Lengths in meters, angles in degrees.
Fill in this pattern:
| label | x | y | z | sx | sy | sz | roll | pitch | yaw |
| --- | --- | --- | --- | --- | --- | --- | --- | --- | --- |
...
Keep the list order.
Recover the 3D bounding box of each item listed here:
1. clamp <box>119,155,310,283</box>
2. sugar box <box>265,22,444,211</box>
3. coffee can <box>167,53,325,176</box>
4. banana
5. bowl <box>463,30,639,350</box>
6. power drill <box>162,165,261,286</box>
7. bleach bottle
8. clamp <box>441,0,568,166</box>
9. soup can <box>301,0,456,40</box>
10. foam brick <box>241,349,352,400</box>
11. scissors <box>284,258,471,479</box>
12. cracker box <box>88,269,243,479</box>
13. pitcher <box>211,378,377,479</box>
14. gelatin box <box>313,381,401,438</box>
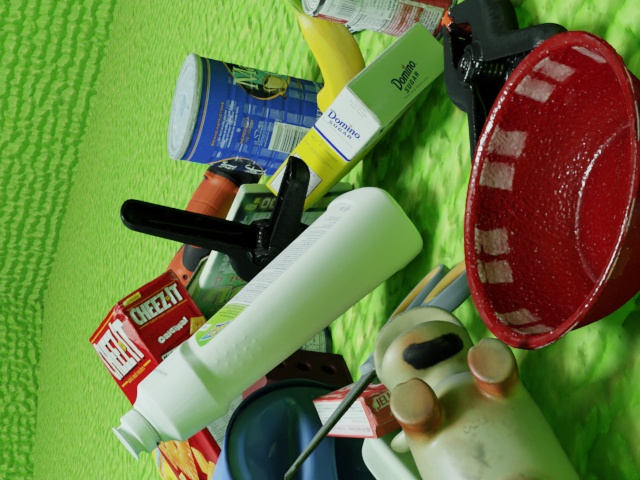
| label | x | y | z | sx | sy | sz | roll | pitch | yaw |
| --- | --- | --- | --- | --- | --- | --- | --- | --- | --- |
| clamp | -0.056 | 0.001 | 0.892 | 0.210 | 0.165 | 0.036 | 52 | -146 | -57 |
| sugar box | 0.027 | -0.090 | 0.836 | 0.093 | 0.048 | 0.176 | -44 | 3 | -29 |
| coffee can | -0.068 | -0.117 | 1.037 | 0.103 | 0.140 | 0.103 | -171 | 90 | -71 |
| banana | 0.012 | -0.145 | 0.905 | 0.070 | 0.037 | 0.198 | 53 | 174 | 22 |
| bowl | 0.133 | -0.022 | 0.543 | 0.162 | 0.055 | 0.162 | -171 | 90 | -71 |
| power drill | -0.112 | -0.035 | 1.196 | 0.184 | 0.057 | 0.188 | -57 | -5 | -33 |
| bleach bottle | -0.043 | 0.062 | 0.764 | 0.250 | 0.068 | 0.103 | -40 | 8 | -19 |
| clamp | 0.112 | -0.114 | 0.674 | 0.171 | 0.039 | 0.120 | -101 | 29 | -45 |
| soup can | 0.044 | -0.192 | 0.810 | 0.069 | 0.102 | 0.068 | -171 | 90 | -71 |
| foam brick | -0.020 | 0.124 | 0.881 | 0.053 | 0.078 | 0.051 | -113 | 36 | -58 |
| scissors | 0.050 | 0.064 | 0.646 | 0.096 | 0.016 | 0.201 | -40 | 6 | 39 |
| cracker box | -0.129 | 0.151 | 1.022 | 0.214 | 0.072 | 0.164 | 56 | 153 | 3 |
| pitcher | -0.038 | 0.231 | 0.796 | 0.145 | 0.149 | 0.243 | 63 | 146 | 35 |
| gelatin box | 0.045 | 0.102 | 0.704 | 0.030 | 0.073 | 0.089 | 68 | 158 | 1 |
